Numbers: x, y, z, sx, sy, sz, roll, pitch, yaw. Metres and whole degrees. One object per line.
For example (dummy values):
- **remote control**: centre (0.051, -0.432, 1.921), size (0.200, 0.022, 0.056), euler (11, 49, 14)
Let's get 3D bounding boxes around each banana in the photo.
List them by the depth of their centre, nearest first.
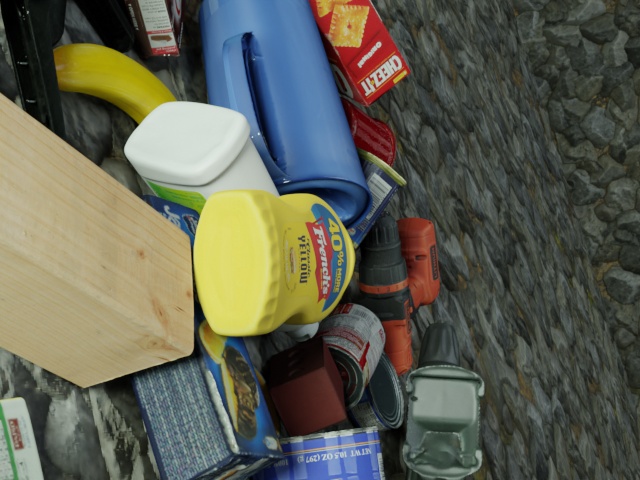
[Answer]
- **banana**: centre (-0.148, -0.108, 0.821), size (0.197, 0.037, 0.069), euler (41, 34, -55)

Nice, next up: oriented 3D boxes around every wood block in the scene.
- **wood block**: centre (-0.168, 0.002, 0.617), size (0.205, 0.091, 0.090), euler (41, 36, -50)

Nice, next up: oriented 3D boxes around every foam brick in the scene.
- **foam brick**: centre (-0.011, 0.125, 0.912), size (0.078, 0.053, 0.051), euler (-96, 164, -75)

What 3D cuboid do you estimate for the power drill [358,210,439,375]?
- **power drill**: centre (0.085, 0.036, 1.189), size (0.187, 0.057, 0.184), euler (-46, 134, -65)

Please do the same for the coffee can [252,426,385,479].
- **coffee can**: centre (0.004, 0.218, 0.807), size (0.102, 0.103, 0.140), euler (15, 65, -64)

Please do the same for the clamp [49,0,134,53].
- **clamp**: centre (-0.193, -0.220, 0.818), size (0.120, 0.039, 0.171), euler (7, 73, -73)

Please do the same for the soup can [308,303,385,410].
- **soup can**: centre (0.019, 0.108, 1.003), size (0.068, 0.069, 0.102), euler (65, 22, -13)

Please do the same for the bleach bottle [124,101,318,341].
- **bleach bottle**: centre (-0.056, 0.001, 0.858), size (0.068, 0.103, 0.250), euler (-54, 137, -23)

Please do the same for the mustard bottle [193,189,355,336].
- **mustard bottle**: centre (-0.021, 0.014, 0.770), size (0.191, 0.058, 0.096), euler (-1, 87, -67)

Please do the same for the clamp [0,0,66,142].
- **clamp**: centre (-0.201, -0.162, 0.657), size (0.164, 0.036, 0.210), euler (9, 91, -63)

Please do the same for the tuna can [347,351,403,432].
- **tuna can**: centre (0.052, 0.153, 1.089), size (0.086, 0.034, 0.086), euler (49, 31, -43)

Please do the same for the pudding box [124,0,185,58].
- **pudding box**: centre (-0.140, -0.225, 0.907), size (0.090, 0.039, 0.113), euler (79, 10, -50)

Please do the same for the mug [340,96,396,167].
- **mug**: centre (0.026, -0.097, 1.161), size (0.081, 0.093, 0.117), euler (29, 40, -52)

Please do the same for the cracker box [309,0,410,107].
- **cracker box**: centre (-0.015, -0.256, 1.128), size (0.213, 0.072, 0.164), euler (55, -10, -34)

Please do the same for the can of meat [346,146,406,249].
- **can of meat**: centre (0.023, -0.048, 1.061), size (0.057, 0.084, 0.102), euler (38, -4, -37)

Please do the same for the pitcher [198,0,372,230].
- **pitcher**: centre (-0.045, -0.125, 0.968), size (0.144, 0.149, 0.243), euler (0, 62, -27)
